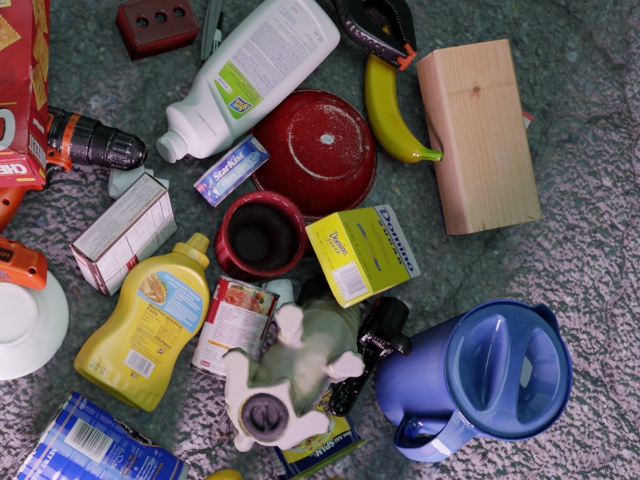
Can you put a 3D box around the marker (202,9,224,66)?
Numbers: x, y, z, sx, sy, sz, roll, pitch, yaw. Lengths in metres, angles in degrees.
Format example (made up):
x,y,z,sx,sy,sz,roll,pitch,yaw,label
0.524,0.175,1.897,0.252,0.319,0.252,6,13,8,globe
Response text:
x,y,z,sx,sy,sz,roll,pitch,yaw,label
-0.124,-0.208,1.215,0.020,0.020,0.121,8,76,-16,marker

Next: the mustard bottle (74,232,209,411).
x,y,z,sx,sy,sz,roll,pitch,yaw,label
-0.170,0.075,1.117,0.096,0.058,0.191,39,68,-27,mustard bottle

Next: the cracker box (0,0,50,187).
x,y,z,sx,sy,sz,roll,pitch,yaw,label
-0.359,-0.160,1.065,0.164,0.072,0.213,-4,70,2,cracker box

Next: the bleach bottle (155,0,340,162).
x,y,z,sx,sy,sz,roll,pitch,yaw,label
-0.091,-0.180,1.181,0.102,0.068,0.250,47,64,-5,bleach bottle

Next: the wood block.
x,y,z,sx,sy,sz,roll,pitch,yaw,label
0.180,-0.116,1.221,0.090,0.090,0.206,-10,91,-9,wood block

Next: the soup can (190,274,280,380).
x,y,z,sx,sy,sz,roll,pitch,yaw,label
-0.090,0.095,1.126,0.068,0.068,0.102,19,86,-13,soup can

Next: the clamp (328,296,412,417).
x,y,z,sx,sy,sz,roll,pitch,yaw,label
0.067,0.105,1.142,0.039,0.120,0.171,42,35,-14,clamp

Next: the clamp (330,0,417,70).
x,y,z,sx,sy,sz,roll,pitch,yaw,label
0.036,-0.286,1.242,0.164,0.036,0.210,-19,72,-31,clamp

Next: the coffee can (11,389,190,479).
x,y,z,sx,sy,sz,roll,pitch,yaw,label
-0.215,0.227,1.050,0.140,0.103,0.102,34,71,-8,coffee can

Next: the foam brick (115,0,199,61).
x,y,z,sx,sy,sz,roll,pitch,yaw,label
-0.181,-0.240,1.187,0.078,0.051,0.053,-21,86,-20,foam brick

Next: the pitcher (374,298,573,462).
x,y,z,sx,sy,sz,roll,pitch,yaw,label
0.137,0.149,1.100,0.149,0.243,0.145,-2,79,-18,pitcher

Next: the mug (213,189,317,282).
x,y,z,sx,sy,sz,roll,pitch,yaw,label
-0.058,0.001,1.158,0.117,0.082,0.093,8,76,-15,mug

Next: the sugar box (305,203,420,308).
x,y,z,sx,sy,sz,roll,pitch,yaw,label
0.051,0.012,1.149,0.048,0.176,0.093,-25,86,24,sugar box

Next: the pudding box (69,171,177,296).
x,y,z,sx,sy,sz,roll,pitch,yaw,label
-0.201,-0.005,1.107,0.039,0.090,0.113,35,69,16,pudding box

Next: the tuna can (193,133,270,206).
x,y,z,sx,sy,sz,roll,pitch,yaw,label
-0.096,-0.076,1.160,0.086,0.086,0.034,-43,95,-20,tuna can

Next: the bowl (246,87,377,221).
x,y,z,sx,sy,sz,roll,pitch,yaw,label
-0.001,-0.106,1.212,0.162,0.055,0.162,4,77,-17,bowl

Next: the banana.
x,y,z,sx,sy,sz,roll,pitch,yaw,label
0.085,-0.166,1.250,0.069,0.037,0.198,-17,69,5,banana

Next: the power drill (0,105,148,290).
x,y,z,sx,sy,sz,roll,pitch,yaw,label
-0.287,-0.048,1.092,0.184,0.057,0.187,14,70,5,power drill

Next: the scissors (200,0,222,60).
x,y,z,sx,sy,sz,roll,pitch,yaw,label
-0.099,-0.293,1.229,0.096,0.016,0.202,1,70,-22,scissors

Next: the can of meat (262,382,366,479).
x,y,z,sx,sy,sz,roll,pitch,yaw,label
-0.016,0.203,1.142,0.102,0.057,0.084,-26,85,-21,can of meat
